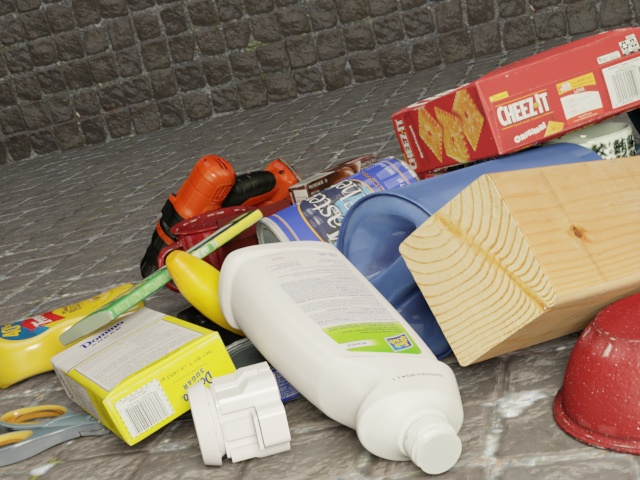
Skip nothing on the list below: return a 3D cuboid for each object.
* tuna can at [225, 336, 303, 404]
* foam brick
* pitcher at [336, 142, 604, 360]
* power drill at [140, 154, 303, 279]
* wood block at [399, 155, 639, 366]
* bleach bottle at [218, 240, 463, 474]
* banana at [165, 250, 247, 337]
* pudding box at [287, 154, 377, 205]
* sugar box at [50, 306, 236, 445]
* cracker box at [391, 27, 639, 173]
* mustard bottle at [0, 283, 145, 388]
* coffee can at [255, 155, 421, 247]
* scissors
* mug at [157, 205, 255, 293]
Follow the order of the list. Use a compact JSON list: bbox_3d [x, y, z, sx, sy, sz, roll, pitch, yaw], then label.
[{"bbox_3d":[-0.041,0.099,0.821,0.086,0.034,0.086,-14,13,3],"label":"tuna can"},{"bbox_3d":[-0.057,0.001,1.043,0.078,0.053,0.051,-16,30,-1],"label":"foam brick"},{"bbox_3d":[0.132,-0.003,0.871,0.242,0.145,0.149,-21,54,-40],"label":"pitcher"},{"bbox_3d":[-0.115,-0.028,1.262,0.187,0.057,0.185,-16,-32,-54],"label":"power drill"},{"bbox_3d":[0.166,0.007,0.708,0.205,0.091,0.090,-8,-25,-43],"label":"wood block"},{"bbox_3d":[0.015,0.076,0.715,0.102,0.068,0.251,-7,24,-20],"label":"bleach bottle"},{"bbox_3d":[-0.041,0.051,0.882,0.197,0.069,0.037,7,-7,-34],"label":"banana"},{"bbox_3d":[0.024,-0.037,1.194,0.113,0.090,0.039,-25,14,-35],"label":"pudding box"},{"bbox_3d":[-0.138,0.097,0.808,0.093,0.048,0.176,-29,12,-21],"label":"sugar box"},{"bbox_3d":[0.177,-0.123,0.967,0.164,0.072,0.214,-20,5,-14],"label":"cracker box"},{"bbox_3d":[-0.260,0.096,1.011,0.191,0.058,0.096,-18,14,-14],"label":"mustard bottle"},{"bbox_3d":[0.026,-0.002,0.978,0.140,0.103,0.103,-27,16,-15],"label":"coffee can"},{"bbox_3d":[-0.187,0.148,0.811,0.202,0.016,0.096,-4,18,37],"label":"scissors"},{"bbox_3d":[-0.114,0.019,1.127,0.117,0.081,0.093,-20,14,-23],"label":"mug"}]
